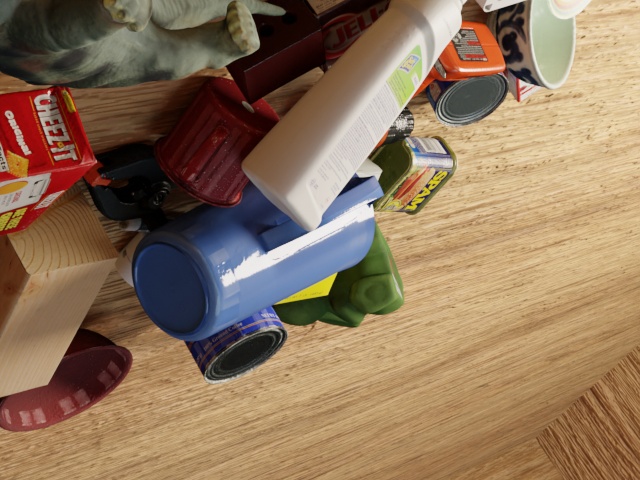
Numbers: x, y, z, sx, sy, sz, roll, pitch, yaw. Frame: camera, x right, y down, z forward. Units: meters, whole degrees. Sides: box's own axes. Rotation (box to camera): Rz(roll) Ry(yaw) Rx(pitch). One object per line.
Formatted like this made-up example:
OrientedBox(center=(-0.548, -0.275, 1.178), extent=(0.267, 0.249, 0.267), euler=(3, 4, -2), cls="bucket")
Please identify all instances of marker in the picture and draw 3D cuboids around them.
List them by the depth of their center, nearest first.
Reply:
OrientedBox(center=(-0.157, -0.016, 1.087), extent=(0.020, 0.020, 0.120), euler=(-44, 155, 25), cls="marker")

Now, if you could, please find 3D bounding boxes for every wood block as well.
OrientedBox(center=(-0.276, 0.052, 0.980), extent=(0.090, 0.090, 0.206), euler=(-11, 148, -42), cls="wood block")

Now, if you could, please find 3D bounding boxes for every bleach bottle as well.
OrientedBox(center=(0.042, -0.129, 0.916), extent=(0.251, 0.068, 0.102), euler=(-49, 159, -4), cls="bleach bottle")

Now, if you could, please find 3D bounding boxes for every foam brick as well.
OrientedBox(center=(-0.042, -0.164, 0.900), extent=(0.078, 0.053, 0.051), euler=(-31, 157, -8), cls="foam brick")

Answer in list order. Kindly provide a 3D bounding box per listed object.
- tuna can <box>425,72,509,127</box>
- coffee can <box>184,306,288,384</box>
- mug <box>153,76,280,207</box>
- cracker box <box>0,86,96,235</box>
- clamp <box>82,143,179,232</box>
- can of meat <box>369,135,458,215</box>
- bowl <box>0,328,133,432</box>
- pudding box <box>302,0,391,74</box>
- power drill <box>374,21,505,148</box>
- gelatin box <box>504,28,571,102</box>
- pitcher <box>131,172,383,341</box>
OrientedBox(center=(0.159, -0.164, 1.160), extent=(0.086, 0.034, 0.086), euler=(-15, 148, -10), cls="tuna can")
OrientedBox(center=(-0.113, 0.069, 1.158), extent=(0.102, 0.140, 0.103), euler=(-27, 156, -13), cls="coffee can")
OrientedBox(center=(-0.090, -0.086, 0.933), extent=(0.082, 0.093, 0.117), euler=(-51, -179, 26), cls="mug")
OrientedBox(center=(-0.291, -0.039, 0.750), extent=(0.213, 0.072, 0.164), euler=(-16, 173, -37), cls="cracker box")
OrientedBox(center=(-0.150, -0.056, 0.995), extent=(0.120, 0.039, 0.171), euler=(-54, 153, 4), cls="clamp")
OrientedBox(center=(0.097, -0.077, 1.249), extent=(0.083, 0.057, 0.102), euler=(-1, 141, -47), cls="can of meat")
OrientedBox(center=(-0.293, 0.145, 1.186), extent=(0.162, 0.055, 0.162), euler=(-27, 156, -13), cls="bowl")
OrientedBox(center=(0.041, -0.205, 0.942), extent=(0.113, 0.039, 0.090), euler=(-31, 156, -7), cls="pudding box")
OrientedBox(center=(0.086, -0.144, 1.050), extent=(0.188, 0.057, 0.184), euler=(-32, 169, 37), cls="power drill")
OrientedBox(center=(0.239, -0.200, 1.178), extent=(0.073, 0.030, 0.089), euler=(-33, 156, -1), cls="gelatin box")
OrientedBox(center=(-0.057, 0.001, 1.031), extent=(0.242, 0.145, 0.149), euler=(-29, 141, -48), cls="pitcher")
